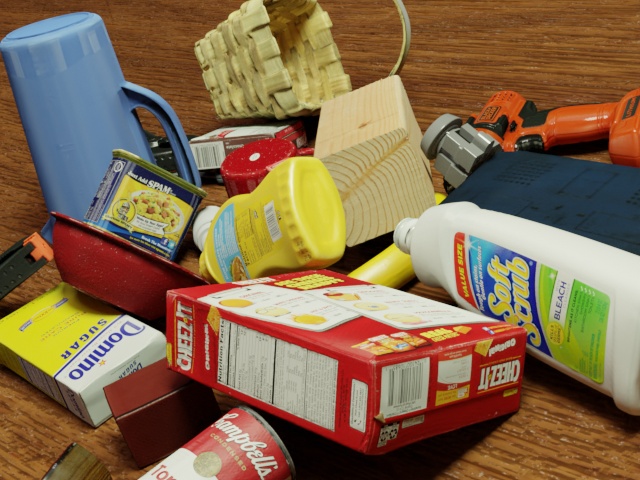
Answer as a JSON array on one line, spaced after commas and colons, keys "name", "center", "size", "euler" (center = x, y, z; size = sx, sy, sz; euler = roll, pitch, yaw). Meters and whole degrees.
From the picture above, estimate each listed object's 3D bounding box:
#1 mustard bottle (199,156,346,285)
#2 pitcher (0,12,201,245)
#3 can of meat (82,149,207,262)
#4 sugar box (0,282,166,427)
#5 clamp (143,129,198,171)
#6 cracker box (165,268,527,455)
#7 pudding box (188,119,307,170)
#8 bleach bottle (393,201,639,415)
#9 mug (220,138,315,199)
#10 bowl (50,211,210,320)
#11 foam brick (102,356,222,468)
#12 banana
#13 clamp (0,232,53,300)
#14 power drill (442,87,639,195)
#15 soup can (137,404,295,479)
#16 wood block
[{"name": "mustard bottle", "center": [-0.056, 0.001, 0.970], "size": [0.058, 0.096, 0.192], "euler": [-6, -15, -39]}, {"name": "pitcher", "center": [-0.237, -0.112, 1.125], "size": [0.149, 0.243, 0.145], "euler": [-28, 26, -30]}, {"name": "can of meat", "center": [-0.177, -0.031, 1.068], "size": [0.058, 0.102, 0.084], "euler": [7, 72, 64]}, {"name": "sugar box", "center": [-0.218, 0.097, 0.956], "size": [0.093, 0.048, 0.177], "euler": [-36, 33, -31]}, {"name": "clamp", "center": [-0.201, -0.112, 1.318], "size": [0.172, 0.039, 0.120], "euler": [2, 32, 26]}, {"name": "cracker box", "center": [0.015, 0.081, 0.777], "size": [0.163, 0.072, 0.214], "euler": [-6, 14, -44]}, {"name": "pudding box", "center": [-0.083, -0.111, 1.233], "size": [0.114, 0.039, 0.089], "euler": [-1, 15, 23]}, {"name": "bleach bottle", "center": [0.149, 0.036, 0.795], "size": [0.067, 0.102, 0.251], "euler": [-13, 23, -37]}, {"name": "mug", "center": [-0.042, -0.056, 1.088], "size": [0.117, 0.081, 0.093], "euler": [-22, 29, -9]}, {"name": "bowl", "center": [-0.185, 0.031, 0.985], "size": [0.162, 0.161, 0.055], "euler": [17, 80, 46]}, {"name": "foam brick", "center": [-0.123, 0.131, 0.838], "size": [0.078, 0.053, 0.051], "euler": [-24, 30, -15]}, {"name": "banana", "center": [0.076, 0.009, 0.964], "size": [0.070, 0.037, 0.197], "euler": [-14, 22, 45]}, {"name": "clamp", "center": [-0.329, 0.042, 1.055], "size": [0.210, 0.036, 0.164], "euler": [-32, 18, 28]}, {"name": "power drill", "center": [0.225, -0.096, 1.040], "size": [0.188, 0.057, 0.184], "euler": [1, 35, 28]}, {"name": "soup can", "center": [-0.077, 0.169, 0.731], "size": [0.102, 0.068, 0.069], "euler": [-34, 33, -27]}, {"name": "wood block", "center": [0.052, -0.084, 1.038], "size": [0.091, 0.090, 0.206], "euler": [-20, 19, 11]}]
